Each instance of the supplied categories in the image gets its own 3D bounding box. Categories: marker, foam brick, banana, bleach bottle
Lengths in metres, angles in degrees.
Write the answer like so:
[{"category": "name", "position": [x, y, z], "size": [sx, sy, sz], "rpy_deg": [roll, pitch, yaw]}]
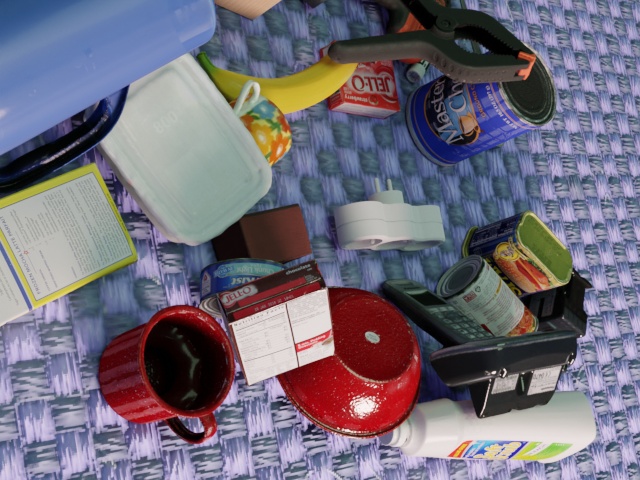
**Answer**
[{"category": "marker", "position": [0.134, -0.232, 1.286], "size": [0.020, 0.020, 0.121], "rpy_deg": [46, 50, -19]}, {"category": "foam brick", "position": [-0.057, 0.001, 1.015], "size": [0.078, 0.053, 0.051], "rpy_deg": [-14, 84, -42]}, {"category": "banana", "position": [-0.033, -0.164, 1.090], "size": [0.197, 0.037, 0.069], "rpy_deg": [-11, 106, -34]}, {"category": "bleach bottle", "position": [0.166, 0.198, 1.119], "size": [0.250, 0.103, 0.068], "rpy_deg": [4, 62, -31]}]

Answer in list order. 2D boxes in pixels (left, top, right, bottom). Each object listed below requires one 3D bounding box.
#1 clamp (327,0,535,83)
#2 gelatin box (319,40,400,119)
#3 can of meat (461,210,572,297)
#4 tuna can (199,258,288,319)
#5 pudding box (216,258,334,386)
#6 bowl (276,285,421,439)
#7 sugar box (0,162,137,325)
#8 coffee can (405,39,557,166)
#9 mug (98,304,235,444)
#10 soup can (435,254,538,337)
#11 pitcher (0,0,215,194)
[{"category": "clamp", "position": [0.125, -0.226, 1.131], "size": [0.210, 0.036, 0.164], "rpy_deg": [15, 56, 1]}, {"category": "gelatin box", "position": [0.045, -0.177, 1.182], "size": [0.089, 0.030, 0.073], "rpy_deg": [3, 73, -40]}, {"category": "can of meat", "position": [0.229, 0.019, 1.234], "size": [0.102, 0.084, 0.057], "rpy_deg": [43, 51, -22]}, {"category": "tuna can", "position": [-0.067, 0.045, 0.967], "size": [0.086, 0.086, 0.034], "rpy_deg": [15, 64, -37]}, {"category": "pudding box", "position": [-0.036, 0.073, 0.929], "size": [0.090, 0.113, 0.039], "rpy_deg": [-19, 53, -8]}, {"category": "bowl", "position": [0.037, 0.105, 1.024], "size": [0.162, 0.055, 0.162], "rpy_deg": [13, 56, -20]}, {"category": "sugar box", "position": [-0.240, 0.010, 0.858], "size": [0.175, 0.048, 0.093], "rpy_deg": [-28, 94, -39]}, {"category": "coffee can", "position": [0.182, -0.155, 1.217], "size": [0.102, 0.141, 0.103], "rpy_deg": [16, 65, -37]}, {"category": "mug", "position": [-0.126, 0.118, 0.892], "size": [0.093, 0.082, 0.117], "rpy_deg": [-36, 99, -42]}, {"category": "soup can", "position": [0.184, 0.074, 1.187], "size": [0.102, 0.069, 0.068], "rpy_deg": [46, 50, -18]}, {"category": "pitcher", "position": [-0.206, -0.149, 0.834], "size": [0.242, 0.149, 0.145], "rpy_deg": [-29, 87, -17]}]
